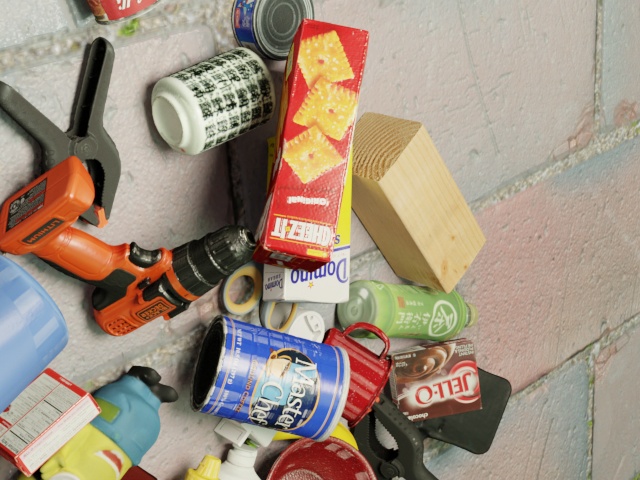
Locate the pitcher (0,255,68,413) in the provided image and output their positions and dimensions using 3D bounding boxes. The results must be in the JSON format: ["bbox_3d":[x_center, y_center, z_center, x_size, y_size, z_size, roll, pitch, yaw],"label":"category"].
[{"bbox_3d":[-0.326,0.128,0.873,0.242,0.149,0.145,-45,115,-28],"label":"pitcher"}]

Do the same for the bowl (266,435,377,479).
[{"bbox_3d":[-0.009,0.308,1.234,0.161,0.055,0.162,10,71,-30],"label":"bowl"}]

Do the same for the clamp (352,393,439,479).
[{"bbox_3d":[0.104,0.283,1.333,0.036,0.165,0.210,-43,123,-54],"label":"clamp"}]

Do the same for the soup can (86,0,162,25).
[{"bbox_3d":[-0.183,-0.246,0.916,0.068,0.069,0.102,-41,128,-27],"label":"soup can"}]

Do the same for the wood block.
[{"bbox_3d":[0.104,-0.043,1.248,0.090,0.091,0.206,-52,133,-18],"label":"wood block"}]

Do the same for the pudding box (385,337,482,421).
[{"bbox_3d":[0.143,0.177,1.353,0.113,0.039,0.090,-9,93,-10],"label":"pudding box"}]

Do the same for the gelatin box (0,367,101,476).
[{"bbox_3d":[-0.258,0.166,0.978,0.089,0.073,0.030,-44,129,-25],"label":"gelatin box"}]

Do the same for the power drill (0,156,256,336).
[{"bbox_3d":[-0.176,0.005,0.953,0.185,0.057,0.187,-30,132,23],"label":"power drill"}]

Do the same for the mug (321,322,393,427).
[{"bbox_3d":[0.031,0.144,1.220,0.081,0.093,0.117,33,108,-4],"label":"mug"}]

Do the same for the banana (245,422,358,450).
[{"bbox_3d":[-0.005,0.237,1.280,0.070,0.037,0.197,-46,135,16],"label":"banana"}]

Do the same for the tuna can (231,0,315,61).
[{"bbox_3d":[-0.046,-0.225,1.080,0.085,0.034,0.086,-16,115,-40],"label":"tuna can"}]

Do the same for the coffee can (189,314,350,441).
[{"bbox_3d":[-0.053,0.144,1.111,0.140,0.103,0.103,17,92,-18],"label":"coffee can"}]

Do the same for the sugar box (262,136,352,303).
[{"bbox_3d":[-0.012,-0.021,1.140,0.093,0.048,0.176,4,82,-40],"label":"sugar box"}]

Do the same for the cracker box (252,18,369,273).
[{"bbox_3d":[-0.013,-0.083,1.020,0.072,0.164,0.213,11,84,-5],"label":"cracker box"}]

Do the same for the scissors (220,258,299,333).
[{"bbox_3d":[-0.058,0.001,1.154,0.096,0.016,0.202,5,83,-21],"label":"scissors"}]

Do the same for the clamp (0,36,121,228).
[{"bbox_3d":[-0.214,-0.095,0.958,0.120,0.039,0.171,-36,132,-25],"label":"clamp"}]
